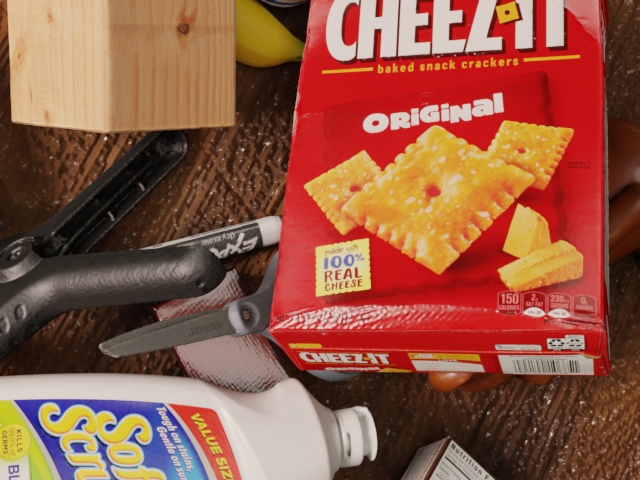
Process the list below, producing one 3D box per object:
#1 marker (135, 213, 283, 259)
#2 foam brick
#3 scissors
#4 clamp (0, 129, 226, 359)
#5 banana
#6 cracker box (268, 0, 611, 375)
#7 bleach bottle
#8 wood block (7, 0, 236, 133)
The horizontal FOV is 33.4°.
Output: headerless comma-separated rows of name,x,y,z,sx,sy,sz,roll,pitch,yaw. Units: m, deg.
marker,-0.054,0.001,0.634,0.121,0.020,0.020,-15,90,-13
foam brick,-0.057,0.061,0.613,0.051,0.053,0.078,-28,92,-12
scissors,-0.030,0.056,0.573,0.201,0.016,0.096,-35,98,-53
clamp,-0.145,0.022,0.560,0.210,0.165,0.036,-31,121,-4
banana,-0.068,-0.180,0.634,0.069,0.037,0.198,-32,98,-40
cracker box,0.069,-0.039,0.566,0.164,0.072,0.213,-1,66,16
bleach bottle,-0.096,0.107,0.545,0.250,0.068,0.102,-5,75,-14
wood block,-0.104,-0.164,0.557,0.090,0.090,0.206,-10,105,-45
